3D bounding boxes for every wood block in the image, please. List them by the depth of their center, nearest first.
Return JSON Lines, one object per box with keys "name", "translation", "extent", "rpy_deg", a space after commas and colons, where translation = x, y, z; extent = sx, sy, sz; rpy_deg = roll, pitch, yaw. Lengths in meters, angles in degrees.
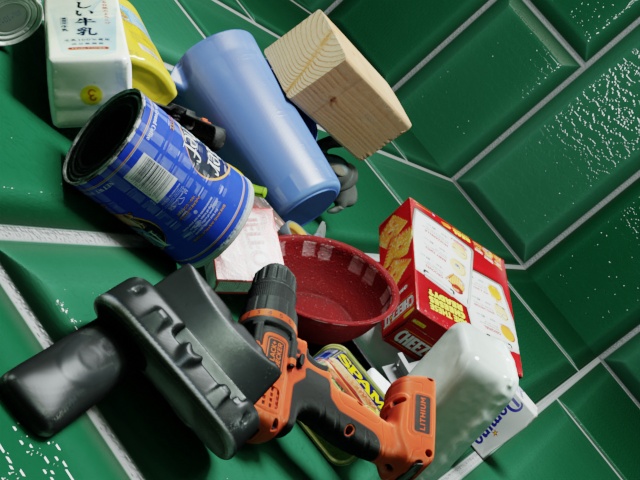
{"name": "wood block", "translation": [0.027, -0.196, 1.391], "extent": [0.205, 0.091, 0.090], "rpy_deg": [35, 25, -57]}

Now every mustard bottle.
{"name": "mustard bottle", "translation": [-0.235, -0.237, 1.265], "extent": [0.096, 0.058, 0.192], "rpy_deg": [33, 21, -45]}

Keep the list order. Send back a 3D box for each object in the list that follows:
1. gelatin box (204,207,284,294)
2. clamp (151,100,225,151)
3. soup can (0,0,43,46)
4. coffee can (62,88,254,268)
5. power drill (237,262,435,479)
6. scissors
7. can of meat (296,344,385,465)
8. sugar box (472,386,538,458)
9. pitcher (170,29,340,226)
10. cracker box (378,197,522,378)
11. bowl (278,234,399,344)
{"name": "gelatin box", "translation": [-0.076, 0.008, 1.036], "extent": [0.073, 0.030, 0.089], "rpy_deg": [3, 57, -24]}
{"name": "clamp", "translation": [-0.167, -0.133, 1.169], "extent": [0.164, 0.036, 0.210], "rpy_deg": [22, 5, 3]}
{"name": "soup can", "translation": [-0.314, -0.243, 1.015], "extent": [0.102, 0.068, 0.068], "rpy_deg": [56, 15, 25]}
{"name": "coffee can", "translation": [-0.144, -0.054, 0.958], "extent": [0.140, 0.103, 0.103], "rpy_deg": [39, 17, -33]}
{"name": "power drill", "translation": [0.009, 0.118, 0.913], "extent": [0.187, 0.057, 0.184], "rpy_deg": [27, 42, -17]}
{"name": "scissors", "translation": [-0.016, -0.008, 1.255], "extent": [0.096, 0.016, 0.202], "rpy_deg": [47, 14, -23]}
{"name": "can of meat", "translation": [0.016, 0.153, 0.995], "extent": [0.102, 0.057, 0.083], "rpy_deg": [50, 17, 7]}
{"name": "sugar box", "translation": [0.187, 0.182, 1.366], "extent": [0.176, 0.093, 0.048], "rpy_deg": [49, 16, 3]}
{"name": "pitcher", "translation": [-0.073, -0.134, 1.330], "extent": [0.243, 0.149, 0.145], "rpy_deg": [56, -2, 16]}
{"name": "cracker box", "translation": [0.150, 0.069, 1.280], "extent": [0.164, 0.072, 0.213], "rpy_deg": [32, 33, -21]}
{"name": "bowl", "translation": [-0.002, 0.059, 1.107], "extent": [0.162, 0.055, 0.162], "rpy_deg": [12, 30, -7]}
